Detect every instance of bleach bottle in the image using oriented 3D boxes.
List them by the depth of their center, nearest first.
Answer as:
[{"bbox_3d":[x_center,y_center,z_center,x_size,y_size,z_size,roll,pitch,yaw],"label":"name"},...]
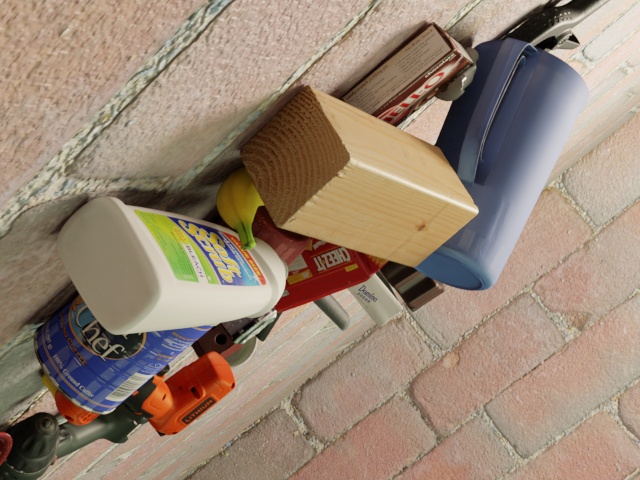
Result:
[{"bbox_3d":[-0.101,0.020,0.880,0.068,0.102,0.250,-38,164,20],"label":"bleach bottle"}]

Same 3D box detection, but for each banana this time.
[{"bbox_3d":[-0.049,-0.038,0.972,0.037,0.069,0.197,-23,-177,24],"label":"banana"}]

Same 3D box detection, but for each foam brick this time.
[{"bbox_3d":[-0.136,0.107,1.296,0.053,0.078,0.051,-34,171,-19],"label":"foam brick"}]

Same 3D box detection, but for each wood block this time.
[{"bbox_3d":[0.039,-0.051,0.952,0.091,0.090,0.205,-42,147,23],"label":"wood block"}]

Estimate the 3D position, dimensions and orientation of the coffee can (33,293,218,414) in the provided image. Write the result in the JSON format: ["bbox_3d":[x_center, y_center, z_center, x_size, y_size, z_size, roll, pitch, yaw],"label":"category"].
[{"bbox_3d":[-0.169,0.073,0.952,0.140,0.103,0.102,-40,170,14],"label":"coffee can"}]

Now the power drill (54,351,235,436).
[{"bbox_3d":[-0.160,0.133,1.104,0.184,0.057,0.187,-36,153,5],"label":"power drill"}]

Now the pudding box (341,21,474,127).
[{"bbox_3d":[0.082,-0.148,0.996,0.114,0.039,0.090,-40,169,16],"label":"pudding box"}]

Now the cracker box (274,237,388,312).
[{"bbox_3d":[0.035,-0.008,1.187,0.164,0.072,0.213,-22,-170,41],"label":"cracker box"}]

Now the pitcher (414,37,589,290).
[{"bbox_3d":[0.170,-0.079,1.095,0.145,0.149,0.242,-4,-123,61],"label":"pitcher"}]

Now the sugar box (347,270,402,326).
[{"bbox_3d":[0.054,0.044,1.434,0.048,0.093,0.176,-38,-165,7],"label":"sugar box"}]

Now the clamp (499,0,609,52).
[{"bbox_3d":[0.266,-0.238,1.227,0.209,0.036,0.165,-31,168,-21],"label":"clamp"}]

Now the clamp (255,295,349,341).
[{"bbox_3d":[-0.037,0.057,1.309,0.120,0.039,0.171,-18,123,-3],"label":"clamp"}]

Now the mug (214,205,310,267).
[{"bbox_3d":[-0.057,0.001,1.045,0.082,0.093,0.117,-47,155,24],"label":"mug"}]
